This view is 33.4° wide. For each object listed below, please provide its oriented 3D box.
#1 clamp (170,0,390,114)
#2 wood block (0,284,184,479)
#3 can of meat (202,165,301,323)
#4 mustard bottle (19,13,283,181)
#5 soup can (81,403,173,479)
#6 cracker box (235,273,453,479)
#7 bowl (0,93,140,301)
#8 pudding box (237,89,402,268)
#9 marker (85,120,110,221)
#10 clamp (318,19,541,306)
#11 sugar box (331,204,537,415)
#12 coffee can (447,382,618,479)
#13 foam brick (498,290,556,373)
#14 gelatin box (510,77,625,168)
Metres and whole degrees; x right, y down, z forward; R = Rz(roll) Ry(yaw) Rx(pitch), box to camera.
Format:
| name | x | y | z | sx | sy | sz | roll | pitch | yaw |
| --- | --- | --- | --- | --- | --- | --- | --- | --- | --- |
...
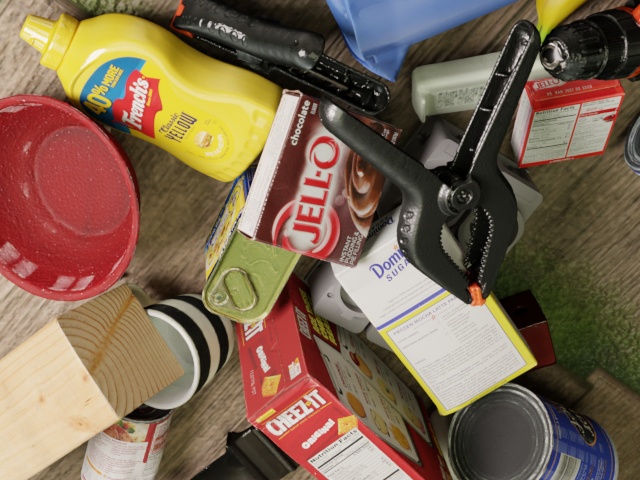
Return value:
| name | x | y | z | sx | sy | sz | roll | pitch | yaw |
| --- | --- | --- | --- | --- | --- | --- | --- | --- | --- |
| clamp | -0.031 | -0.135 | 0.759 | 0.120 | 0.172 | 0.039 | 32 | 88 | -52 |
| wood block | -0.223 | 0.131 | 0.863 | 0.206 | 0.090 | 0.090 | -35 | 88 | 31 |
| can of meat | -0.056 | 0.001 | 0.859 | 0.057 | 0.084 | 0.102 | 20 | 116 | -18 |
| mustard bottle | -0.129 | -0.116 | 0.791 | 0.191 | 0.058 | 0.096 | 25 | 141 | -19 |
| soup can | -0.174 | 0.178 | 0.957 | 0.068 | 0.068 | 0.102 | 10 | 119 | -13 |
| cracker box | 0.021 | 0.146 | 0.908 | 0.072 | 0.164 | 0.213 | -39 | 118 | 12 |
| bowl | -0.196 | -0.037 | 0.813 | 0.162 | 0.055 | 0.162 | 8 | 112 | 20 |
| pudding box | -0.001 | -0.044 | 0.784 | 0.089 | 0.039 | 0.113 | 16 | 93 | -30 |
| marker | -0.180 | -0.039 | 0.857 | 0.020 | 0.020 | 0.121 | 3 | 120 | -10 |
| clamp | 0.101 | -0.046 | 0.761 | 0.164 | 0.036 | 0.210 | -28 | 124 | -8 |
| sugar box | 0.092 | 0.055 | 0.861 | 0.093 | 0.048 | 0.176 | -32 | 116 | 9 |
| coffee can | 0.194 | 0.193 | 0.966 | 0.103 | 0.103 | 0.140 | -43 | 140 | 17 |
| foam brick | 0.164 | 0.089 | 0.958 | 0.078 | 0.053 | 0.051 | -19 | 121 | 3 |
| gelatin box | 0.193 | -0.097 | 0.844 | 0.073 | 0.030 | 0.089 | -10 | 152 | -3 |
